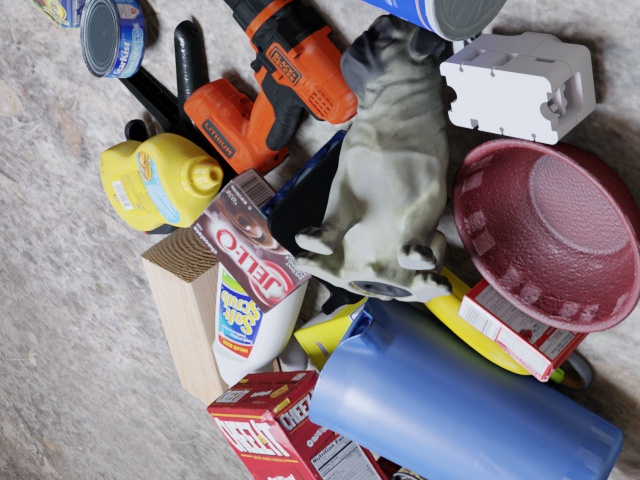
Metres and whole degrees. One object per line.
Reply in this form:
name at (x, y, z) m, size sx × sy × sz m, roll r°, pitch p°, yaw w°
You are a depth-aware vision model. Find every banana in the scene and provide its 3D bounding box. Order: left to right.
banana at (0.116, 0.056, 0.898) m, size 0.198 × 0.037 × 0.069 m, roll 42°, pitch 179°, yaw 31°

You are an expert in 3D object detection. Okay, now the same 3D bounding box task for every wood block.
wood block at (-0.123, 0.088, 1.227) m, size 0.090 × 0.090 × 0.206 m, roll 25°, pitch 140°, yaw 38°

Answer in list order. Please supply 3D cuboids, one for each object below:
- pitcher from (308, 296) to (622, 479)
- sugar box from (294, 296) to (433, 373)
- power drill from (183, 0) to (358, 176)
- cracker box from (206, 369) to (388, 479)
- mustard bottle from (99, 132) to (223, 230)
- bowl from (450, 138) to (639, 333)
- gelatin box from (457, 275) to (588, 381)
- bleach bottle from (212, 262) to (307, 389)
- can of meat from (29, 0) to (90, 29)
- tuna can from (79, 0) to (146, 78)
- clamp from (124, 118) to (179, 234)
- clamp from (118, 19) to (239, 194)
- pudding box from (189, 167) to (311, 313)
pitcher at (0.122, 0.154, 0.908) m, size 0.243 × 0.149 × 0.145 m, roll 28°, pitch 109°, yaw 16°
sugar box at (0.052, 0.106, 1.062) m, size 0.093 × 0.048 × 0.177 m, roll 56°, pitch 149°, yaw -6°
power drill at (-0.058, -0.148, 0.936) m, size 0.184 × 0.057 × 0.188 m, roll 50°, pitch 149°, yaw 3°
cracker box at (-0.007, 0.235, 1.055) m, size 0.213 × 0.072 × 0.164 m, roll 57°, pitch 153°, yaw -8°
mustard bottle at (-0.153, -0.060, 1.072) m, size 0.192 × 0.058 × 0.096 m, roll -2°, pitch 115°, yaw 55°
bowl at (0.174, -0.014, 0.773) m, size 0.162 × 0.055 × 0.162 m, roll 33°, pitch 144°, yaw 28°
gelatin box at (0.165, 0.057, 0.840) m, size 0.089 × 0.073 × 0.030 m, roll 39°, pitch 147°, yaw 19°
bleach bottle at (-0.064, 0.077, 1.114) m, size 0.103 × 0.067 × 0.251 m, roll 33°, pitch 132°, yaw 29°
can of meat at (-0.269, -0.276, 1.083) m, size 0.102 × 0.057 × 0.084 m, roll 44°, pitch 151°, yaw 14°
tuna can at (-0.207, -0.204, 1.063) m, size 0.086 × 0.033 × 0.086 m, roll 10°, pitch 102°, yaw 53°
clamp at (-0.189, -0.064, 1.209) m, size 0.120 × 0.039 × 0.172 m, roll 53°, pitch 148°, yaw 5°
clamp at (-0.130, -0.118, 1.079) m, size 0.165 × 0.036 × 0.210 m, roll -16°, pitch 105°, yaw 57°
pudding box at (-0.056, 0.001, 0.982) m, size 0.113 × 0.039 × 0.090 m, roll 51°, pitch 136°, yaw 3°
